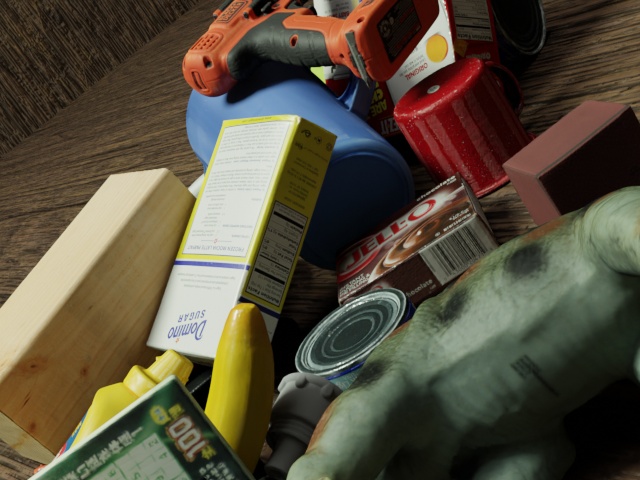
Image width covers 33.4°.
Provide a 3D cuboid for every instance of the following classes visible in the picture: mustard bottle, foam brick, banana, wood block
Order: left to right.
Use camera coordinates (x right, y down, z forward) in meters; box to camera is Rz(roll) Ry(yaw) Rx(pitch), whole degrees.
[{"bbox_3d":[-0.139,0.147,0.639,0.191,0.058,0.096,-54,-5,-4],"label":"mustard bottle"},{"bbox_3d":[-0.163,0.053,0.775,0.091,0.090,0.206,-1,48,50],"label":"wood block"},{"bbox_3d":[-0.071,0.132,0.603,0.037,0.069,0.198,28,85,50],"label":"banana"},{"bbox_3d":[0.168,-0.046,0.686,0.078,0.053,0.051,-37,20,-8],"label":"foam brick"}]

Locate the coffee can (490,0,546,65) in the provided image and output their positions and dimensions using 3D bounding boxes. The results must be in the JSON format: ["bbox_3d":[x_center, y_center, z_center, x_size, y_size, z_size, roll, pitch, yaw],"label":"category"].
[{"bbox_3d":[0.132,-0.206,1.037,0.141,0.102,0.102,-17,26,41],"label":"coffee can"}]

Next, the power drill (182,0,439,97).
[{"bbox_3d":[0.000,-0.184,0.874,0.188,0.057,0.184,5,47,39],"label":"power drill"}]

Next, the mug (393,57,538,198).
[{"bbox_3d":[0.118,-0.095,0.835,0.117,0.081,0.093,-44,22,-25],"label":"mug"}]

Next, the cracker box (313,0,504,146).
[{"bbox_3d":[0.074,-0.200,0.964,0.071,0.214,0.164,-7,-3,-41],"label":"cracker box"}]

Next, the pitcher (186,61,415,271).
[{"bbox_3d":[-0.013,-0.079,0.888,0.144,0.149,0.243,-16,29,-16],"label":"pitcher"}]

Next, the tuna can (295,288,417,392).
[{"bbox_3d":[0.027,0.069,0.675,0.086,0.033,0.086,-31,20,12],"label":"tuna can"}]

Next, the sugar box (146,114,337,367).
[{"bbox_3d":[-0.055,0.001,0.743,0.094,0.048,0.176,3,73,51],"label":"sugar box"}]

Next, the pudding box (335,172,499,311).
[{"bbox_3d":[0.065,0.008,0.746,0.113,0.039,0.090,-31,20,11],"label":"pudding box"}]
